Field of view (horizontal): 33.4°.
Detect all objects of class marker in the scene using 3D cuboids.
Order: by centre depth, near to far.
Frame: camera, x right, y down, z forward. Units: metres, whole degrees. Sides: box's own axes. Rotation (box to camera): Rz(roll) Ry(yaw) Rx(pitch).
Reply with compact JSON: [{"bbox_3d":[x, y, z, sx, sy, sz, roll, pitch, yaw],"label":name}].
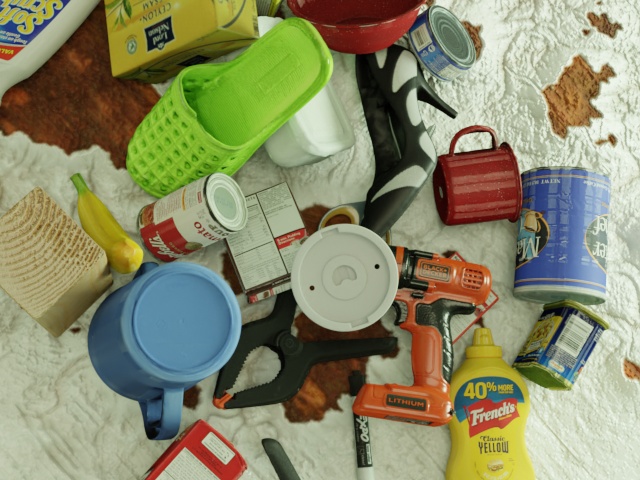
[{"bbox_3d":[0.045,0.203,1.172,0.020,0.020,0.121,-3,81,-10],"label":"marker"}]

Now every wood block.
[{"bbox_3d":[-0.270,0.028,1.057,0.091,0.206,0.090,44,77,0],"label":"wood block"}]

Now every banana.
[{"bbox_3d":[-0.220,-0.004,1.106,0.037,0.198,0.069,-38,128,-9],"label":"banana"}]

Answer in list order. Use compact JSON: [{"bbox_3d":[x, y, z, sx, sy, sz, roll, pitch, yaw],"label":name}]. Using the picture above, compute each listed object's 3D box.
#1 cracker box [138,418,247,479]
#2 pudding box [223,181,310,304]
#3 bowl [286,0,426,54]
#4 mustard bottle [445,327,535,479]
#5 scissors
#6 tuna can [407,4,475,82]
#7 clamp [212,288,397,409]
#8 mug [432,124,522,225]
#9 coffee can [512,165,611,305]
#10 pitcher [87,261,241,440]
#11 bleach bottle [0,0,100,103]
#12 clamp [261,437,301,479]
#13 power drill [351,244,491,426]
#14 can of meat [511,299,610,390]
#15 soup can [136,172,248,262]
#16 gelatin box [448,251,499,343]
[{"bbox_3d":[-0.168,0.277,1.052,0.072,0.164,0.213,42,76,1],"label":"cracker box"},{"bbox_3d":[-0.057,0.001,1.162,0.090,0.039,0.113,-21,64,-4],"label":"pudding box"},{"bbox_3d":[0.044,-0.257,1.208,0.162,0.055,0.162,-4,39,3],"label":"bowl"},{"bbox_3d":[0.183,0.192,1.176,0.096,0.058,0.191,-1,80,-4],"label":"mustard bottle"},{"bbox_3d":[0.061,-0.056,1.221,0.096,0.016,0.201,19,78,-5],"label":"scissors"},{"bbox_3d":[0.140,-0.227,1.228,0.086,0.034,0.086,29,45,-34],"label":"tuna can"},{"bbox_3d":[-0.040,0.103,1.167,0.209,0.036,0.164,-33,85,-17],"label":"clamp"},{"bbox_3d":[0.173,-0.072,1.198,0.081,0.093,0.117,-7,112,-6],"label":"mug"},{"bbox_3d":[0.272,-0.003,1.200,0.102,0.103,0.140,7,79,-8],"label":"coffee can"},{"bbox_3d":[-0.152,0.100,1.044,0.149,0.243,0.145,45,72,-5],"label":"pitcher"},{"bbox_3d":[-0.324,-0.229,1.168,0.102,0.068,0.250,33,79,-2],"label":"bleach bottle"},{"bbox_3d":[-0.032,0.296,1.124,0.171,0.039,0.120,41,102,-14],"label":"clamp"},{"bbox_3d":[0.084,0.098,1.145,0.184,0.057,0.187,10,75,0],"label":"power drill"},{"bbox_3d":[0.263,0.117,1.179,0.057,0.102,0.084,33,79,-2],"label":"can of meat"},{"bbox_3d":[-0.136,-0.024,1.132,0.102,0.068,0.068,-23,83,32],"label":"soup can"},{"bbox_3d":[0.146,0.069,1.205,0.089,0.030,0.073,-43,88,-13],"label":"gelatin box"}]
